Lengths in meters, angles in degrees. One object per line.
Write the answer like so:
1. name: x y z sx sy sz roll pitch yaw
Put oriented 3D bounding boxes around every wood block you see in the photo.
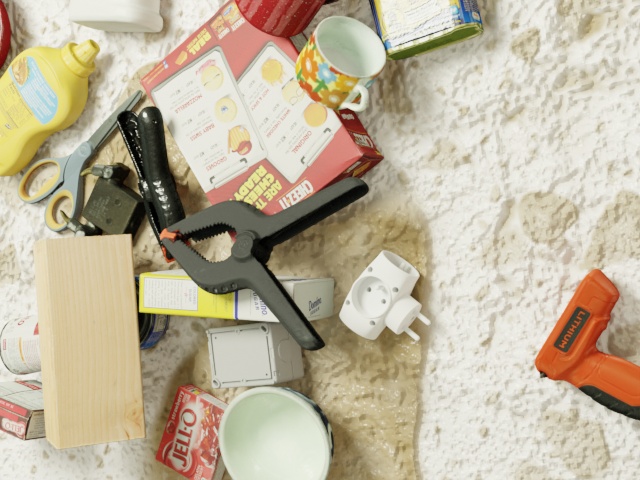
1. wood block: -0.238 0.100 1.095 0.090 0.090 0.206 173 93 -68

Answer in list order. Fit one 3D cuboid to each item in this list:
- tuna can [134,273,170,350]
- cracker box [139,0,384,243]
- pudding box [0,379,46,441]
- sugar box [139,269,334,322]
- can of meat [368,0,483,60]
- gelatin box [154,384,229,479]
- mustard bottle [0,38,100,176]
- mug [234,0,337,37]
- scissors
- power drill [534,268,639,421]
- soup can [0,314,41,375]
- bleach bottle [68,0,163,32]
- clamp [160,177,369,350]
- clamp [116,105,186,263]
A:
1. tuna can: -0.209 0.079 1.167 0.086 0.033 0.086 0 91 26
2. cracker box: -0.061 -0.122 1.073 0.164 0.072 0.214 -37 76 22
3. pudding box: -0.321 0.186 1.179 0.090 0.113 0.039 18 95 24
4. sugar box: -0.084 0.056 1.074 0.176 0.093 0.048 5 93 26
5. can of meat: 0.096 -0.223 1.004 0.102 0.057 0.084 -15 86 26
6. gelatin box: -0.129 0.208 1.132 0.073 0.030 0.089 24 101 24
7. mustard bottle: -0.319 -0.162 1.203 0.192 0.058 0.096 -36 80 22
8. mug: -0.021 -0.246 1.005 0.082 0.117 0.093 -48 54 50
9. scissors: -0.261 -0.081 1.201 0.202 0.016 0.096 -27 81 24
10. power drill: 0.294 0.104 0.911 0.188 0.057 0.184 35 105 21
11. soup can: -0.299 0.115 1.193 0.102 0.068 0.068 -8 87 26
12. bleach bottle: -0.209 -0.355 1.147 0.103 0.068 0.251 7 92 25
13. clamp: -0.057 0.001 1.005 0.210 0.036 0.164 15 76 32
14. clamp: -0.177 -0.064 1.130 0.039 0.120 0.171 -14 108 -16
